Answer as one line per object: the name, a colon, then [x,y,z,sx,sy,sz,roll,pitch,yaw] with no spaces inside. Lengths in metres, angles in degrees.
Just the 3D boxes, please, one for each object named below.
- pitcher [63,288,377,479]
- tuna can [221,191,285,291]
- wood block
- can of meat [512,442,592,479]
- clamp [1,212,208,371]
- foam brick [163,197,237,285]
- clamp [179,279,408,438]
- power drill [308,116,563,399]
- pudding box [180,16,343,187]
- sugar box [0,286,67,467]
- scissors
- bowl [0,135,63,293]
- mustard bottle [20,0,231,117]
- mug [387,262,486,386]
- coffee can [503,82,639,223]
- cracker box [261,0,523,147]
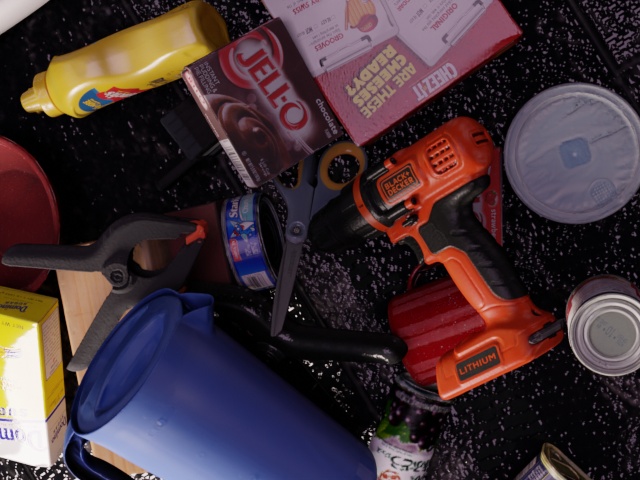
pitcher: [-0.079,0.164,0.873,0.242,0.145,0.149,39,147,-24]
tuna can: [-0.056,0.001,0.933,0.034,0.086,0.086,-13,93,12]
wood block: [-0.166,0.098,0.965,0.091,0.090,0.206,-9,93,12]
can of meat: [0.202,0.240,0.913,0.102,0.057,0.084,42,105,6]
clamp: [-0.168,0.037,0.893,0.171,0.039,0.120,-18,109,7]
foam brick: [-0.102,0.006,0.960,0.051,0.053,0.078,-11,93,13]
clamp: [-0.036,0.099,0.923,0.210,0.036,0.165,22,138,10]
power drill: [0.086,0.022,0.817,0.185,0.057,0.188,-33,82,42]
pudding box: [-0.048,-0.112,0.876,0.090,0.039,0.113,-33,103,-16]
sugar box: [-0.286,0.126,0.983,0.093,0.048,0.176,11,121,11]
scissors: [-0.001,-0.014,0.905,0.096,0.016,0.202,-5,61,-2]
bowl: [-0.298,-0.021,0.994,0.162,0.055,0.162,3,98,20]
mustard bottle: [-0.177,-0.152,0.939,0.192,0.096,0.058,-17,92,14]
mug: [0.106,0.063,0.906,0.082,0.093,0.117,-22,58,16]
coffee can: [0.199,-0.069,0.840,0.103,0.140,0.103,1,96,12]
cracker box: [0.044,-0.211,0.897,0.164,0.072,0.214,-34,88,14]
